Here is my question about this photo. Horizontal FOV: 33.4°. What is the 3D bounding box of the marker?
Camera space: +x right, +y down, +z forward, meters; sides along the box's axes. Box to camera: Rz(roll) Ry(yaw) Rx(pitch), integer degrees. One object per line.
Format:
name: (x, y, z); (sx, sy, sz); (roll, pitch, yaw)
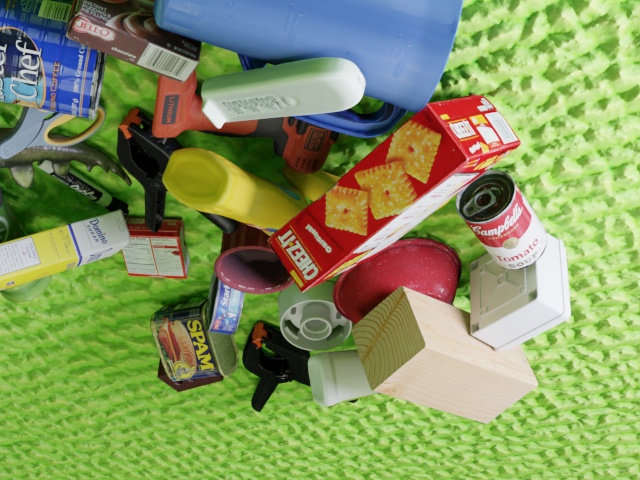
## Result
marker: (-0.261, -0.059, 1.185); (0.020, 0.020, 0.121); (-26, 135, 33)

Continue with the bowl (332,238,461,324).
bowl: (0.099, 0.071, 1.270); (0.162, 0.055, 0.162); (-10, 140, -9)

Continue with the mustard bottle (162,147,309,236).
mustard bottle: (-0.067, -0.040, 1.100); (0.096, 0.058, 0.191); (21, 180, 38)

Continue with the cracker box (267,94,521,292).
cracker box: (0.072, -0.050, 1.031); (0.214, 0.072, 0.164); (-38, 172, 28)

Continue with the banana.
banana: (0.057, -0.053, 1.158); (0.198, 0.037, 0.070); (2, 125, 0)

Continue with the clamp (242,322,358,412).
clamp: (-0.040, 0.179, 1.477); (0.165, 0.036, 0.210); (-5, 143, 12)

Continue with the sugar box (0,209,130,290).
sugar box: (-0.305, 0.016, 1.174); (0.175, 0.048, 0.093); (-16, 176, -29)

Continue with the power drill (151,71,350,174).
power drill: (-0.063, -0.141, 1.026); (0.187, 0.057, 0.185); (10, 143, -9)

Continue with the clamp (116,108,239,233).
clamp: (-0.173, -0.066, 1.142); (0.120, 0.039, 0.171); (-11, 128, 32)

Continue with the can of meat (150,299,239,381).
can of meat: (-0.162, 0.128, 1.374); (0.084, 0.057, 0.102); (-10, 104, 23)

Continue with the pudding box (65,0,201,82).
pudding box: (-0.158, -0.197, 0.930); (0.113, 0.090, 0.039); (21, 142, -24)

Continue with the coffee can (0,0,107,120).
coffee can: (-0.266, -0.172, 0.962); (0.140, 0.103, 0.103); (10, 143, -10)

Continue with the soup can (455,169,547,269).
soup can: (0.198, -0.021, 1.161); (0.069, 0.068, 0.102); (-17, 140, 25)

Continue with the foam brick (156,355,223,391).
foam brick: (-0.175, 0.167, 1.459); (0.078, 0.051, 0.053); (-18, 139, 26)

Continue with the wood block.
wood block: (0.147, 0.137, 1.249); (0.205, 0.090, 0.091); (22, 127, -39)

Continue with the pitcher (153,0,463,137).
pitcher: (-0.013, -0.191, 0.894); (0.242, 0.149, 0.145); (14, 167, -8)

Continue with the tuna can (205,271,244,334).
tuna can: (-0.115, 0.071, 1.294); (0.033, 0.086, 0.086); (10, 143, -12)

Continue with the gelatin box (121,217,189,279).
gelatin box: (-0.197, 0.008, 1.264); (0.073, 0.030, 0.089); (3, 144, 3)

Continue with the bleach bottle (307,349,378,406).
bleach bottle: (0.115, 0.161, 1.380); (0.250, 0.068, 0.103); (-8, 175, -10)

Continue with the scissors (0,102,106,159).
scissors: (-0.302, -0.109, 1.034); (0.201, 0.016, 0.096); (-23, 132, -27)

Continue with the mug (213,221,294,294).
mug: (-0.058, 0.001, 1.199); (0.117, 0.081, 0.093); (-2, 143, 7)
